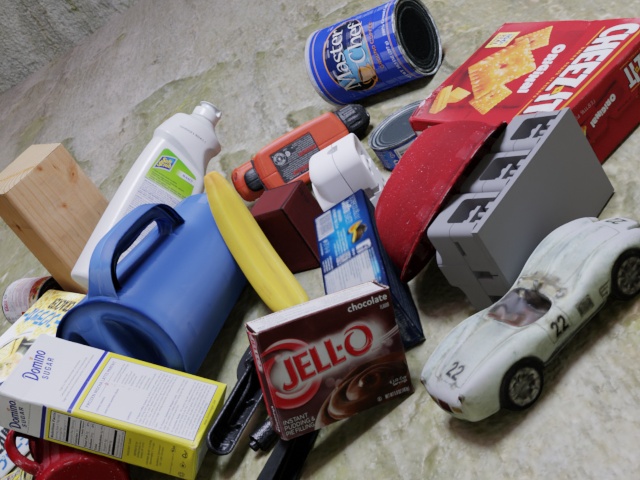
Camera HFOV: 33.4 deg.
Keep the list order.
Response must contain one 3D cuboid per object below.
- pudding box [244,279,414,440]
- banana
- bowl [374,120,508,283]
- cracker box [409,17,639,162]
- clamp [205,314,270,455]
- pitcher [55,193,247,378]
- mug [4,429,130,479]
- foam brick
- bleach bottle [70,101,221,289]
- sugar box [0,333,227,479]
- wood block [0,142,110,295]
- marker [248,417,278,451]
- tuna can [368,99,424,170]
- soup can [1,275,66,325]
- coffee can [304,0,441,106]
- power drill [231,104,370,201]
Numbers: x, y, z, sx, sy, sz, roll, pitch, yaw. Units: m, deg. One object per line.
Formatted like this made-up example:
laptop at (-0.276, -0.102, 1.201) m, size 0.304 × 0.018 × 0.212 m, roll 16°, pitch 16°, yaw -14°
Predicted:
pudding box at (0.007, 0.090, 0.818) m, size 0.113 × 0.090 × 0.039 m, roll -19°, pitch 17°, yaw -16°
banana at (-0.056, 0.016, 1.035) m, size 0.037 × 0.070 × 0.198 m, roll -24°, pitch 57°, yaw -24°
bowl at (0.094, -0.045, 0.911) m, size 0.162 × 0.055 × 0.162 m, roll -52°, pitch -14°, yaw -19°
cracker box at (0.209, -0.140, 1.021) m, size 0.164 × 0.072 × 0.214 m, roll -45°, pitch 27°, yaw -17°
clamp at (-0.040, 0.102, 0.920) m, size 0.120 × 0.039 × 0.171 m, roll -38°, pitch 16°, yaw 24°
pitcher at (-0.149, 0.044, 1.055) m, size 0.149 × 0.145 × 0.242 m, roll -51°, pitch 5°, yaw 36°
mug at (-0.220, 0.194, 0.937) m, size 0.093 × 0.117 × 0.081 m, roll -56°, pitch 26°, yaw 15°
foam brick at (-0.028, -0.014, 1.094) m, size 0.051 × 0.078 × 0.053 m, roll -16°, pitch 29°, yaw 37°
bleach bottle at (-0.177, -0.043, 1.204) m, size 0.250 × 0.102 × 0.068 m, roll -62°, pitch 20°, yaw -17°
sugar box at (-0.178, 0.142, 0.919) m, size 0.176 × 0.048 × 0.093 m, roll 13°, pitch 29°, yaw 6°
wood block at (-0.290, -0.007, 1.260) m, size 0.090 × 0.206 × 0.091 m, roll -48°, pitch 28°, yaw -24°
marker at (-0.016, 0.130, 0.895) m, size 0.121 × 0.020 × 0.020 m, roll -45°, pitch 26°, yaw -19°
tuna can at (0.097, -0.115, 1.164) m, size 0.086 × 0.033 × 0.086 m, roll -29°, pitch 26°, yaw 15°
soup can at (-0.352, 0.079, 1.354) m, size 0.102 × 0.068 × 0.068 m, roll -6°, pitch 38°, yaw 48°
coffee can at (0.065, -0.235, 1.333) m, size 0.141 × 0.102 × 0.102 m, roll -14°, pitch 32°, yaw 38°
power drill at (-0.014, -0.102, 1.207) m, size 0.184 × 0.057 × 0.188 m, roll -33°, pitch 5°, yaw -4°
